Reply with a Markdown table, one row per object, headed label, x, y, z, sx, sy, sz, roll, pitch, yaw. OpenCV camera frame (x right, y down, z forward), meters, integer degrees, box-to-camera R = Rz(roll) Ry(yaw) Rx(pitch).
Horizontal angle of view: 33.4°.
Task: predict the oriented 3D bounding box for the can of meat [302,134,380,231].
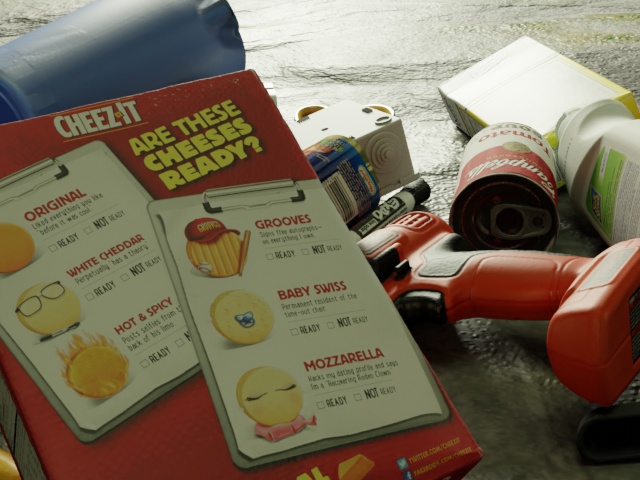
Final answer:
| label | x | y | z | sx | sy | sz | roll | pitch | yaw |
| --- | --- | --- | --- | --- | --- | --- | --- | --- | --- |
| can of meat | -0.025 | -0.012 | 0.604 | 0.102 | 0.057 | 0.083 | -23 | 10 | 40 |

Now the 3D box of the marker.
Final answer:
| label | x | y | z | sx | sy | sz | roll | pitch | yaw |
| --- | --- | --- | --- | --- | --- | --- | --- | --- | --- |
| marker | 0.044 | -0.016 | 0.734 | 0.020 | 0.020 | 0.120 | 13 | 30 | 29 |

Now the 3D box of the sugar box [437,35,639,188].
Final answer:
| label | x | y | z | sx | sy | sz | roll | pitch | yaw |
| --- | --- | --- | --- | --- | --- | --- | --- | --- | --- |
| sugar box | 0.169 | -0.103 | 0.843 | 0.093 | 0.048 | 0.176 | -30 | 26 | -1 |

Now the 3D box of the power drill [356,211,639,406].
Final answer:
| label | x | y | z | sx | sy | sz | roll | pitch | yaw |
| --- | --- | --- | --- | --- | --- | --- | --- | --- | --- |
| power drill | 0.072 | 0.036 | 0.555 | 0.188 | 0.057 | 0.184 | 6 | 27 | 36 |

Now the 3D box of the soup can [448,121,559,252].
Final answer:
| label | x | y | z | sx | sy | sz | roll | pitch | yaw |
| --- | --- | --- | --- | --- | --- | --- | --- | --- | --- |
| soup can | 0.122 | -0.031 | 0.702 | 0.068 | 0.068 | 0.102 | 2 | 25 | 11 |

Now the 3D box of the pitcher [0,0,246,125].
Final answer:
| label | x | y | z | sx | sy | sz | roll | pitch | yaw |
| --- | --- | --- | --- | --- | --- | --- | --- | --- | --- |
| pitcher | -0.189 | -0.127 | 0.888 | 0.145 | 0.149 | 0.242 | 27 | 40 | 22 |

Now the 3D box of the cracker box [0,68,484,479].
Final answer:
| label | x | y | z | sx | sy | sz | roll | pitch | yaw |
| --- | --- | --- | --- | --- | --- | --- | --- | --- | --- |
| cracker box | -0.058 | 0.041 | 0.455 | 0.163 | 0.072 | 0.214 | -18 | 64 | -28 |
